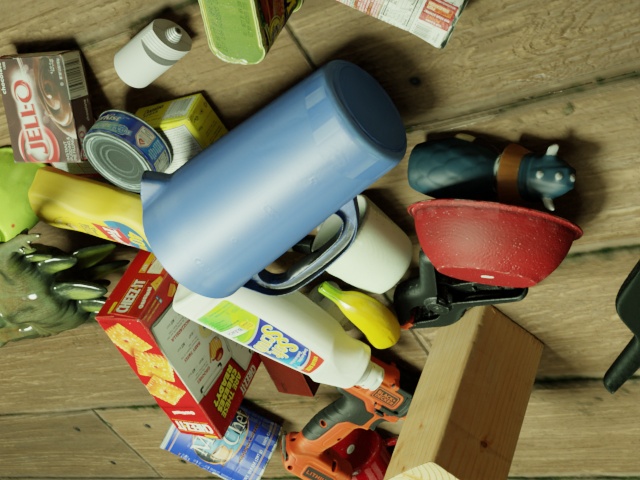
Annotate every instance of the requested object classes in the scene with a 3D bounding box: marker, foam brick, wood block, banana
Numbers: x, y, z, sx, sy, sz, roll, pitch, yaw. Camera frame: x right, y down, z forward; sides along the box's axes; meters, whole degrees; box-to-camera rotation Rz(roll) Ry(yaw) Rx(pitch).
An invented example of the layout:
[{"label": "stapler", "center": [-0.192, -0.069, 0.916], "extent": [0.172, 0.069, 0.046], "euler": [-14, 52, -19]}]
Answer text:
[{"label": "marker", "center": [-0.058, 0.001, 1.182], "extent": [0.121, 0.020, 0.020], "euler": [5, 138, 24]}, {"label": "foam brick", "center": [-0.033, 0.147, 1.314], "extent": [0.053, 0.051, 0.078], "euler": [4, 137, 27]}, {"label": "wood block", "center": [0.153, 0.180, 1.121], "extent": [0.090, 0.206, 0.090], "euler": [36, 141, -12]}, {"label": "banana", "center": [0.056, 0.085, 1.146], "extent": [0.070, 0.037, 0.197], "euler": [40, 175, 24]}]

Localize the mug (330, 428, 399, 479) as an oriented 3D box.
[{"label": "mug", "center": [0.069, 0.298, 1.414], "extent": [0.117, 0.093, 0.081], "euler": [-25, 121, 8]}]

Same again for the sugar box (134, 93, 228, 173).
[{"label": "sugar box", "center": [-0.116, -0.068, 1.113], "extent": [0.094, 0.048, 0.176], "euler": [-6, 135, 37]}]

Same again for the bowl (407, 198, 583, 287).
[{"label": "bowl", "center": [0.156, 0.007, 0.980], "extent": [0.162, 0.055, 0.162], "euler": [10, 171, 1]}]

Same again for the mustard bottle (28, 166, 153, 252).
[{"label": "mustard bottle", "center": [-0.207, -0.024, 1.135], "extent": [0.192, 0.058, 0.096], "euler": [15, 162, 12]}]

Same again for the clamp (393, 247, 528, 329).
[{"label": "clamp", "center": [0.137, 0.058, 1.120], "extent": [0.120, 0.039, 0.172], "euler": [24, 153, -4]}]

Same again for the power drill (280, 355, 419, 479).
[{"label": "power drill", "center": [0.056, 0.230, 1.305], "extent": [0.184, 0.057, 0.188], "euler": [33, 113, -19]}]

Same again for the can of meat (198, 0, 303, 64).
[{"label": "can of meat", "center": [-0.060, -0.209, 0.884], "extent": [0.057, 0.083, 0.102], "euler": [10, 140, 19]}]

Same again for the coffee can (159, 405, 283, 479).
[{"label": "coffee can", "center": [-0.136, 0.270, 1.474], "extent": [0.140, 0.102, 0.103], "euler": [28, 142, -3]}]

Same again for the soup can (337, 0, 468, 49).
[{"label": "soup can", "center": [0.065, -0.201, 0.837], "extent": [0.102, 0.068, 0.069], "euler": [25, 142, -1]}]

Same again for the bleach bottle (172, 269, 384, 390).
[{"label": "bleach bottle", "center": [-0.030, 0.095, 1.159], "extent": [0.250, 0.068, 0.103], "euler": [31, 142, -22]}]

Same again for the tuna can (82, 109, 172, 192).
[{"label": "tuna can", "center": [-0.194, -0.088, 1.068], "extent": [0.086, 0.033, 0.086], "euler": [22, 147, 15]}]

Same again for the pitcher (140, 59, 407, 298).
[{"label": "pitcher", "center": [-0.034, -0.051, 0.988], "extent": [0.243, 0.145, 0.149], "euler": [-34, 159, 30]}]

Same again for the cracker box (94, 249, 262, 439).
[{"label": "cracker box", "center": [-0.149, 0.099, 1.231], "extent": [0.072, 0.164, 0.213], "euler": [1, 136, 30]}]

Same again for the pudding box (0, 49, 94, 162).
[{"label": "pudding box", "center": [-0.280, -0.136, 1.094], "extent": [0.090, 0.039, 0.113], "euler": [1, 106, 27]}]
